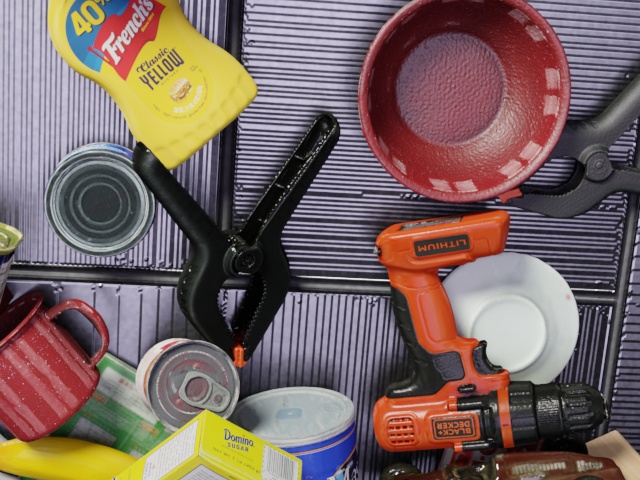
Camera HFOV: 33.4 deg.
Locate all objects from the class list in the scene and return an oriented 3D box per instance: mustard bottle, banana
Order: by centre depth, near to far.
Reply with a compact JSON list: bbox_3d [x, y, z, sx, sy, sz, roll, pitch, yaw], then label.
[{"bbox_3d":[-0.140,-0.151,0.780,0.096,0.058,0.191,-41,103,-3],"label":"mustard bottle"},{"bbox_3d":[-0.167,0.201,0.858,0.197,0.037,0.070,35,98,-12],"label":"banana"}]

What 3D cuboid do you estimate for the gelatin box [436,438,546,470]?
[{"bbox_3d":[0.142,0.187,0.902,0.073,0.030,0.089,16,101,-8],"label":"gelatin box"}]

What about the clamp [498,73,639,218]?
[{"bbox_3d":[0.225,-0.057,0.847,0.171,0.039,0.120,-27,100,8],"label":"clamp"}]

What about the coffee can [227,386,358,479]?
[{"bbox_3d":[-0.019,0.201,0.854,0.102,0.103,0.140,-5,104,-4],"label":"coffee can"}]

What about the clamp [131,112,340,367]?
[{"bbox_3d":[-0.055,0.001,0.817,0.164,0.036,0.210,-18,125,-24],"label":"clamp"}]

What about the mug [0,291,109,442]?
[{"bbox_3d":[-0.214,0.092,0.818,0.117,0.093,0.081,-36,109,2],"label":"mug"}]

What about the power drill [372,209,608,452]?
[{"bbox_3d":[0.123,0.073,0.836,0.184,0.057,0.187,-8,97,10],"label":"power drill"}]

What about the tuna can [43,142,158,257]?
[{"bbox_3d":[-0.168,-0.031,0.819,0.086,0.034,0.086,-1,104,-5],"label":"tuna can"}]

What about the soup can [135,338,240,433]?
[{"bbox_3d":[-0.104,0.109,0.816,0.068,0.102,0.068,1,86,-14],"label":"soup can"}]

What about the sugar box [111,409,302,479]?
[{"bbox_3d":[-0.104,0.197,0.790,0.093,0.048,0.176,34,128,-26],"label":"sugar box"}]

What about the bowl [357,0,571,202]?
[{"bbox_3d":[0.105,-0.113,0.813,0.162,0.055,0.162,-1,104,-5],"label":"bowl"}]
